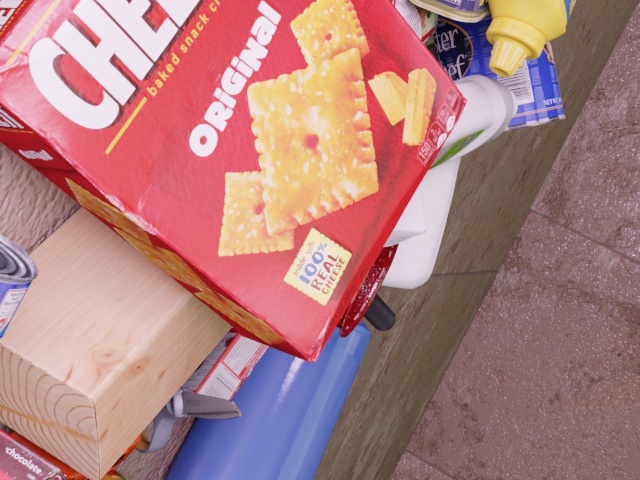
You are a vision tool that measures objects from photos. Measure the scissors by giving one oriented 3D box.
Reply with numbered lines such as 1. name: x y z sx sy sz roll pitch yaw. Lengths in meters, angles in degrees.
1. scissors: -0.095 0.087 0.688 0.016 0.096 0.202 -3 161 -27

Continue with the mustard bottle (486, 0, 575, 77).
1. mustard bottle: 0.166 -0.204 0.755 0.191 0.058 0.096 -64 161 -5

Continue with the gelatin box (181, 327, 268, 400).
1. gelatin box: -0.084 0.101 0.865 0.089 0.030 0.073 -54 -159 -23

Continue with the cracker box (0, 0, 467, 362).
1. cracker box: -0.041 -0.069 0.490 0.213 0.072 0.164 44 71 -37

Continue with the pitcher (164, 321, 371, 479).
1. pitcher: -0.052 0.167 1.005 0.144 0.149 0.243 29 86 -60

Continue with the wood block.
1. wood block: -0.101 0.025 0.628 0.205 0.091 0.090 -50 161 -37

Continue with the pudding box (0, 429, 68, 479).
1. pudding box: -0.173 0.128 0.576 0.039 0.090 0.113 -53 163 -24

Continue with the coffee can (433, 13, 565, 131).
1. coffee can: 0.155 -0.167 0.952 0.102 0.103 0.140 -22 101 -67
